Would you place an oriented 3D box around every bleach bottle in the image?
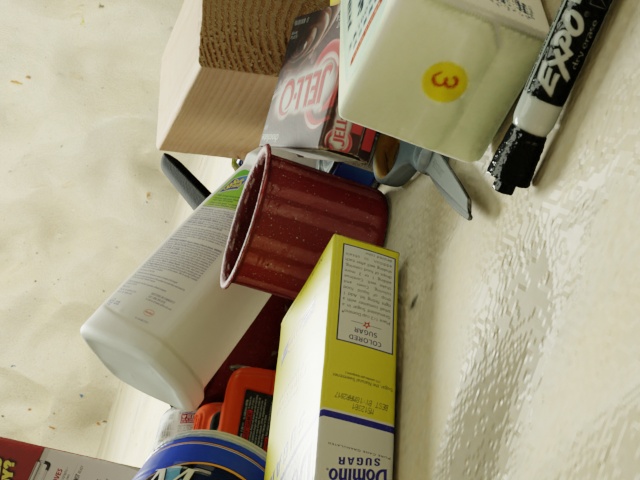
[{"bbox_3d":[-0.055,0.001,0.770,0.103,0.068,0.250,15,55,42],"label":"bleach bottle"}]

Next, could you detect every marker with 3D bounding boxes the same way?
[{"bbox_3d":[0.095,-0.073,0.418,0.020,0.020,0.121,-100,29,-67],"label":"marker"}]

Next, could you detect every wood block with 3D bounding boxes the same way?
[{"bbox_3d":[-0.065,-0.133,0.813,0.206,0.090,0.090,146,127,-71],"label":"wood block"}]

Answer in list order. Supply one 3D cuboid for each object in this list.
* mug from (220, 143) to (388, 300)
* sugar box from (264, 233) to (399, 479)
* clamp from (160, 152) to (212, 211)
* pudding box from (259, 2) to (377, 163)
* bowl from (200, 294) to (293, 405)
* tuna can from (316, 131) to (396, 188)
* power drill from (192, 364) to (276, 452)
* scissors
[{"bbox_3d":[-0.011,-0.005,0.670,0.117,0.081,0.093,-153,81,-79],"label":"mug"},{"bbox_3d":[0.003,0.093,0.549,0.093,0.048,0.176,119,165,-45],"label":"sugar box"},{"bbox_3d":[-0.090,-0.019,1.011,0.165,0.036,0.210,-14,70,36],"label":"clamp"},{"bbox_3d":[0.006,-0.095,0.657,0.114,0.039,0.090,-166,93,-70],"label":"pudding box"},{"bbox_3d":[-0.062,0.068,0.872,0.162,0.055,0.162,-163,90,-79],"label":"bowl"},{"bbox_3d":[0.026,-0.073,0.713,0.086,0.033,0.086,-163,90,-79],"label":"tuna can"},{"bbox_3d":[-0.066,0.179,0.726,0.188,0.057,0.184,127,154,-57],"label":"power drill"},{"bbox_3d":[0.063,-0.064,0.570,0.202,0.016,0.096,-153,80,-78],"label":"scissors"}]
